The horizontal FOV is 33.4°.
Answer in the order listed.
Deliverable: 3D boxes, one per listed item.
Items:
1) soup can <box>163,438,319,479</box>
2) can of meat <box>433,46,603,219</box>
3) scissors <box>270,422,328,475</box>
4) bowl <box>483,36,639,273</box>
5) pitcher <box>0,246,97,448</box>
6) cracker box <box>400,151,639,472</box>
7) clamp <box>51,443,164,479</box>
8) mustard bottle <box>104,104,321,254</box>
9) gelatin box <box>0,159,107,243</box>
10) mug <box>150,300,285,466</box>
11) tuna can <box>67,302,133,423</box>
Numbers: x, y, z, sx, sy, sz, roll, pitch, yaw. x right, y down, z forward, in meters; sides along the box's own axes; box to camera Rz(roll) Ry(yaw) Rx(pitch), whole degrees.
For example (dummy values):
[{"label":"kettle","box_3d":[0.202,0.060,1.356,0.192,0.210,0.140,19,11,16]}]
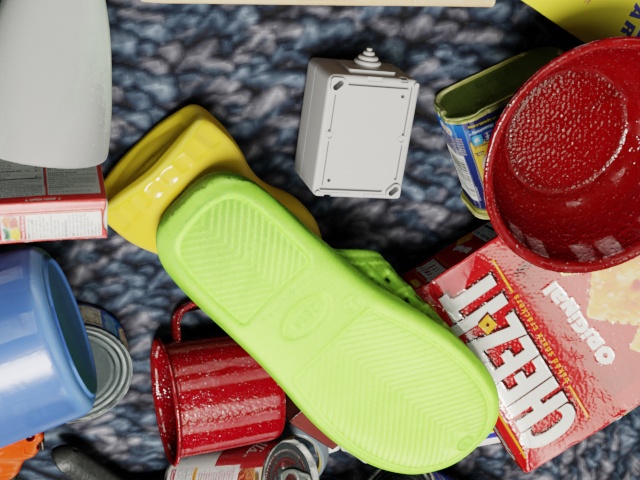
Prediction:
[{"label":"soup can","box_3d":[-0.061,0.188,0.812,0.102,0.068,0.068,-12,133,35]},{"label":"can of meat","box_3d":[0.137,-0.076,0.744,0.102,0.057,0.084,-26,122,-1]},{"label":"scissors","box_3d":[-0.045,0.202,0.880,0.096,0.016,0.202,23,137,5]},{"label":"bowl","box_3d":[0.172,-0.061,0.696,0.162,0.055,0.162,-6,118,-12]},{"label":"pitcher","box_3d":[-0.266,0.080,0.627,0.242,0.149,0.145,-18,80,-4]},{"label":"cracker box","box_3d":[0.193,0.042,0.783,0.213,0.072,0.164,-32,97,0]},{"label":"clamp","box_3d":[-0.159,0.225,0.851,0.171,0.039,0.120,23,119,-29]},{"label":"mustard bottle","box_3d":[-0.055,0.001,0.733,0.096,0.058,0.191,-43,124,5]},{"label":"gelatin box","box_3d":[-0.171,-0.032,0.657,0.073,0.089,0.030,-3,121,-15]},{"label":"mug","box_3d":[-0.076,0.099,0.778,0.081,0.093,0.117,-7,86,-18]},{"label":"tuna can","box_3d":[-0.179,0.087,0.762,0.086,0.034,0.086,-8,123,-13]}]
